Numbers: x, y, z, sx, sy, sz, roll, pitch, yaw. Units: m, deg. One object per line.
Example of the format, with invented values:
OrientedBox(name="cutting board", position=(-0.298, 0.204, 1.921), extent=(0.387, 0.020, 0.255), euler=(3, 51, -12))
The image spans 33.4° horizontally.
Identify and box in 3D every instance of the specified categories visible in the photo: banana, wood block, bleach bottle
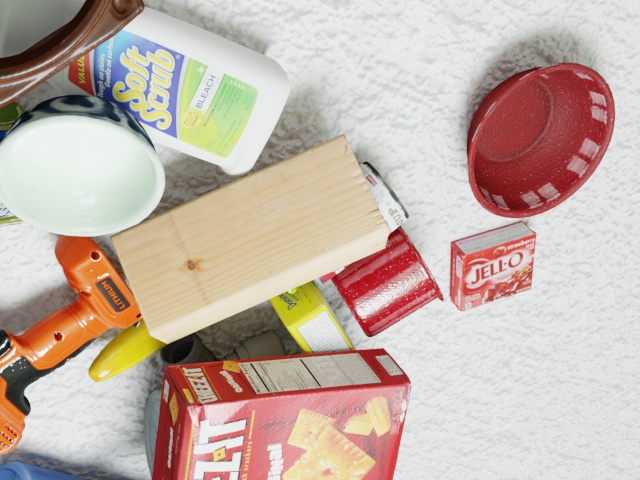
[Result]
OrientedBox(name="banana", position=(-0.118, 0.066, 0.955), extent=(0.198, 0.069, 0.037), euler=(-26, 101, -2))
OrientedBox(name="wood block", position=(-0.056, 0.001, 0.888), extent=(0.206, 0.091, 0.090), euler=(-23, 171, -2))
OrientedBox(name="bleach bottle", position=(-0.152, -0.129, 0.806), extent=(0.250, 0.068, 0.103), euler=(16, 115, -32))

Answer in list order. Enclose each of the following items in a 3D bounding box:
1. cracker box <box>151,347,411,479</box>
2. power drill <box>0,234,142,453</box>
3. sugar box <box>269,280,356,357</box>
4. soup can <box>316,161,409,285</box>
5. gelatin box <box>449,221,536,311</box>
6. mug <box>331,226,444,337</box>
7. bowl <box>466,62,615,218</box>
OrientedBox(name="cracker box", position=(-0.035, 0.188, 0.946), extent=(0.213, 0.072, 0.164), euler=(-2, 115, -26))
OrientedBox(name="power drill", position=(-0.249, 0.072, 0.866), extent=(0.187, 0.057, 0.184), euler=(-40, 141, -11))
OrientedBox(name="sugar box", position=(0.005, 0.098, 1.022), extent=(0.048, 0.093, 0.176), euler=(-31, 130, -3))
OrientedBox(name="soup can", position=(0.021, -0.016, 0.970), extent=(0.102, 0.069, 0.068), euler=(-37, 131, -1))
OrientedBox(name="gelatin box", position=(0.178, 0.027, 1.106), extent=(0.089, 0.030, 0.073), euler=(-16, 127, -18))
OrientedBox(name="mug", position=(0.060, 0.040, 1.023), extent=(0.081, 0.093, 0.117), euler=(-32, 169, 0))
OrientedBox(name="bowl", position=(0.197, -0.103, 1.010), extent=(0.162, 0.055, 0.162), euler=(-14, 127, -19))
